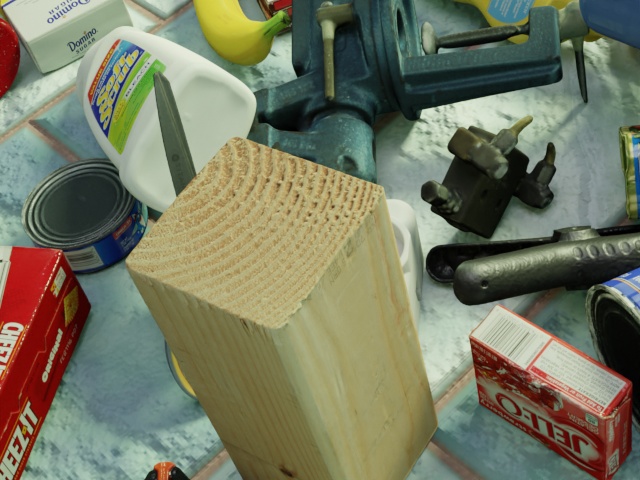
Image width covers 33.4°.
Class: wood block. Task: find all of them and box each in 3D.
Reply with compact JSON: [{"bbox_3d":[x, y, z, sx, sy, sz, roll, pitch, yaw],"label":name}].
[{"bbox_3d":[-0.010,0.058,0.550,0.091,0.206,0.090,21,59,29],"label":"wood block"}]

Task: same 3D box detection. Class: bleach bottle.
[{"bbox_3d":[-0.133,-0.099,0.778,0.102,0.068,0.251,-61,31,3],"label":"bleach bottle"}]

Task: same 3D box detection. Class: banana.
[{"bbox_3d":[-0.074,-0.195,0.882,0.070,0.037,0.198,-47,42,14],"label":"banana"}]

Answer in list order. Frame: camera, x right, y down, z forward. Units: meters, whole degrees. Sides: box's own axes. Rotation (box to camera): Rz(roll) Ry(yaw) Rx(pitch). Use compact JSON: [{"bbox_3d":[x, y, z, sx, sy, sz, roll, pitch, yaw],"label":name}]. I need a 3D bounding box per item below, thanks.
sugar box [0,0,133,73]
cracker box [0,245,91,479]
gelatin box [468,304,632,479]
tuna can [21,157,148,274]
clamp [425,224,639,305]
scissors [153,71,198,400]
[{"bbox_3d":[-0.247,-0.226,0.960,0.093,0.048,0.176,-30,53,-11],"label":"sugar box"},{"bbox_3d":[-0.278,0.083,0.691,0.214,0.072,0.164,3,52,16],"label":"cracker box"},{"bbox_3d":[0.125,0.084,0.581,0.089,0.073,0.030,32,65,33],"label":"gelatin box"},{"bbox_3d":[-0.169,-0.018,0.770,0.086,0.034,0.086,-8,49,9],"label":"tuna can"},{"bbox_3d":[0.146,0.010,0.645,0.171,0.039,0.120,-6,11,-10],"label":"clamp"},{"bbox_3d":[-0.054,0.001,0.645,0.096,0.202,0.016,0,13,-13],"label":"scissors"}]
